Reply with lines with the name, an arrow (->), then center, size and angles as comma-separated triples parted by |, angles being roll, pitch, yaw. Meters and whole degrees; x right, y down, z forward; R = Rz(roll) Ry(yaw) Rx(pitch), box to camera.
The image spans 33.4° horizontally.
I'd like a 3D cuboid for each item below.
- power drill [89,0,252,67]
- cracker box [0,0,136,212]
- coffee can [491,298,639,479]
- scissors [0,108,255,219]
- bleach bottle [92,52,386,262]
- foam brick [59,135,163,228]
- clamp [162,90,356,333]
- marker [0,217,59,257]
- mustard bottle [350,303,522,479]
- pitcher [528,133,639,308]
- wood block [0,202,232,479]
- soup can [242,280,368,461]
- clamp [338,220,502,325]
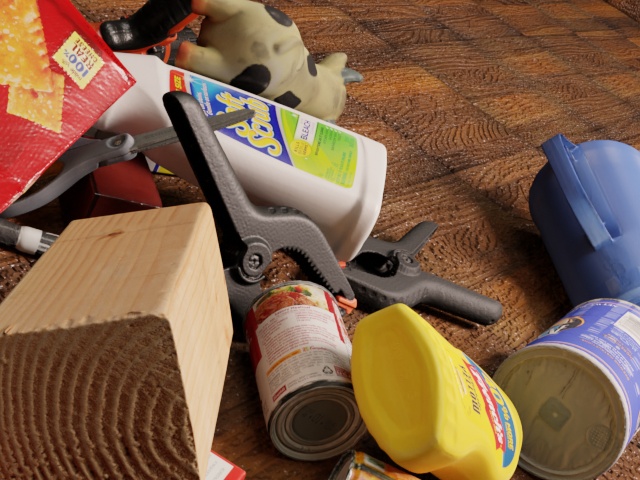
power drill -> -0.120, -0.206, 0.977 | 0.184, 0.188, 0.057 | -26, 90, -60
cracker box -> -0.233, -0.095, 0.640 | 0.164, 0.072, 0.213 | 51, 43, -17
coffee can -> 0.200, 0.109, 0.806 | 0.103, 0.103, 0.140 | 39, 28, 19
scissors -> -0.151, -0.072, 0.747 | 0.201, 0.016, 0.096 | -24, 42, -6
bleach bottle -> -0.077, -0.074, 0.795 | 0.250, 0.068, 0.102 | 21, 41, -10
foam brick -> -0.153, -0.030, 0.772 | 0.051, 0.053, 0.078 | 11, 33, -30
clamp -> -0.055, 0.001, 0.733 | 0.209, 0.164, 0.036 | 18, 0, -37
marker -> -0.174, 0.007, 0.725 | 0.121, 0.020, 0.020 | 18, 29, -19
mustard bottle -> 0.087, 0.114, 0.691 | 0.191, 0.058, 0.096 | 39, 29, -54
pitcher -> 0.283, 0.009, 1.029 | 0.149, 0.145, 0.243 | 8, 33, -7
wood block -> -0.102, 0.051, 0.556 | 0.091, 0.090, 0.206 | -8, 15, 2
soup can -> -0.010, 0.083, 0.693 | 0.068, 0.069, 0.102 | 15, 30, -24
clamp -> 0.065, 0.021, 0.903 | 0.171, 0.039, 0.120 | 9, 31, -33
